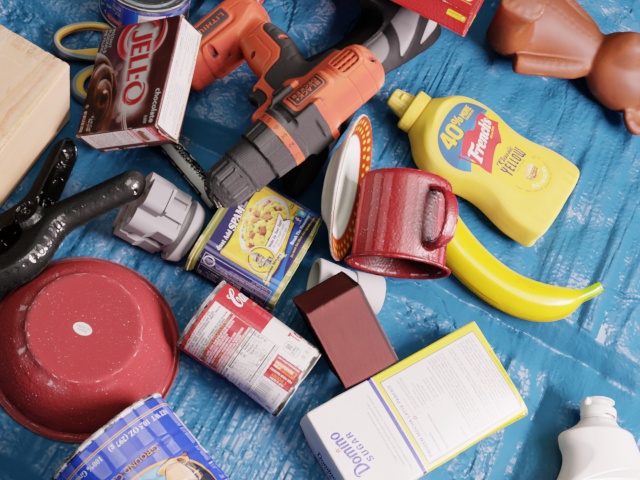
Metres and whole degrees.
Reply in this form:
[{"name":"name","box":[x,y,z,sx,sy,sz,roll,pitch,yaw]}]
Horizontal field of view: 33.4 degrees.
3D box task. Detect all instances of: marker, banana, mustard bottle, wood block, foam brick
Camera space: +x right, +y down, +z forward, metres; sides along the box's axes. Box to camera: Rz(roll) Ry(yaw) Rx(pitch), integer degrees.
[{"name":"marker","box":[-0.130,-0.079,0.967,0.020,0.020,0.121,-36,79,-25]},{"name":"banana","box":[0.158,0.020,0.983,0.198,0.037,0.069,33,69,6]},{"name":"mustard bottle","box":[0.146,-0.083,1.017,0.191,0.058,0.096,35,62,3]},{"name":"wood block","box":[-0.301,-0.072,0.881,0.090,0.091,0.206,30,63,1]},{"name":"foam brick","box":[0.020,0.074,0.895,0.051,0.053,0.078,-30,108,-8]}]

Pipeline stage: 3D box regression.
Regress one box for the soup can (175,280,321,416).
[{"name":"soup can","box":[-0.059,0.090,0.882,0.102,0.069,0.068,35,63,3]}]

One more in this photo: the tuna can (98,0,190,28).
[{"name":"tuna can","box":[-0.165,-0.232,1.008,0.086,0.034,0.086,8,51,-10]}]

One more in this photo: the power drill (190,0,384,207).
[{"name":"power drill","box":[-0.061,-0.128,0.936,0.184,0.057,0.188,-40,51,-8]}]

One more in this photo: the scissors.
[{"name":"scissors","box":[-0.150,-0.163,1.003,0.201,0.016,0.096,4,67,-12]}]

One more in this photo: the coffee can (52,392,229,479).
[{"name":"coffee can","box":[-0.116,0.200,0.799,0.102,0.103,0.140,-37,79,-25]}]

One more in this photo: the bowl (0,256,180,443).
[{"name":"bowl","box":[-0.191,0.078,0.862,0.162,0.055,0.162,5,66,-11]}]

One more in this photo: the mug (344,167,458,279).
[{"name":"mug","box":[0.078,-0.016,0.929,0.093,0.117,0.081,15,76,-28]}]

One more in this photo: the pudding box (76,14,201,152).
[{"name":"pudding box","box":[-0.158,-0.137,0.933,0.090,0.039,0.113,-4,68,31]}]

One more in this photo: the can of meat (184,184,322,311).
[{"name":"can of meat","box":[-0.056,0.001,0.929,0.084,0.057,0.102,31,62,-1]}]

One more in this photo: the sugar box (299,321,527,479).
[{"name":"sugar box","box":[0.079,0.150,0.904,0.176,0.048,0.093,-26,75,-19]}]

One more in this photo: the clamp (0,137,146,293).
[{"name":"clamp","box":[-0.238,-0.020,0.893,0.171,0.039,0.120,-39,38,-15]}]
